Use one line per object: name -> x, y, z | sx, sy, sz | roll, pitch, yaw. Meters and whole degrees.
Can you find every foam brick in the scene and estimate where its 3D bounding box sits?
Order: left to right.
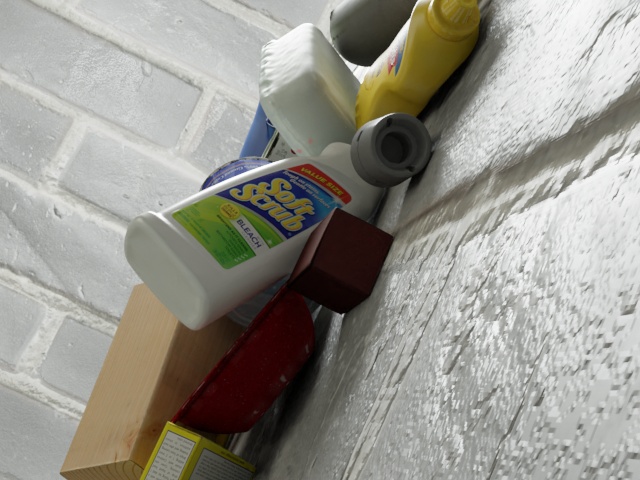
foam brick -> 0.014, 0.017, 0.822 | 0.053, 0.051, 0.078 | -65, 7, -20

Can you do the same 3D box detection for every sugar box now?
sugar box -> -0.122, 0.242, 0.843 | 0.093, 0.048, 0.176 | 44, -111, -51

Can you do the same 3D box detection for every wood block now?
wood block -> -0.144, 0.137, 0.977 | 0.091, 0.090, 0.206 | -16, 43, 33

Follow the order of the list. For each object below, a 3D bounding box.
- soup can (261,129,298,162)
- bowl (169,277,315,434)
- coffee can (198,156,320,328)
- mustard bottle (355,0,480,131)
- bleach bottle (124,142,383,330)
soup can -> -0.011, -0.079, 1.152 | 0.068, 0.102, 0.068 | -62, 8, 15
bowl -> -0.053, 0.107, 0.887 | 0.162, 0.055, 0.162 | -51, -2, -3
coffee can -> -0.057, 0.001, 1.009 | 0.103, 0.102, 0.140 | -60, 30, 28
mustard bottle -> 0.086, -0.157, 0.901 | 0.096, 0.058, 0.192 | -66, 8, -22
bleach bottle -> -0.036, -0.026, 0.898 | 0.250, 0.102, 0.068 | -33, -18, -36
